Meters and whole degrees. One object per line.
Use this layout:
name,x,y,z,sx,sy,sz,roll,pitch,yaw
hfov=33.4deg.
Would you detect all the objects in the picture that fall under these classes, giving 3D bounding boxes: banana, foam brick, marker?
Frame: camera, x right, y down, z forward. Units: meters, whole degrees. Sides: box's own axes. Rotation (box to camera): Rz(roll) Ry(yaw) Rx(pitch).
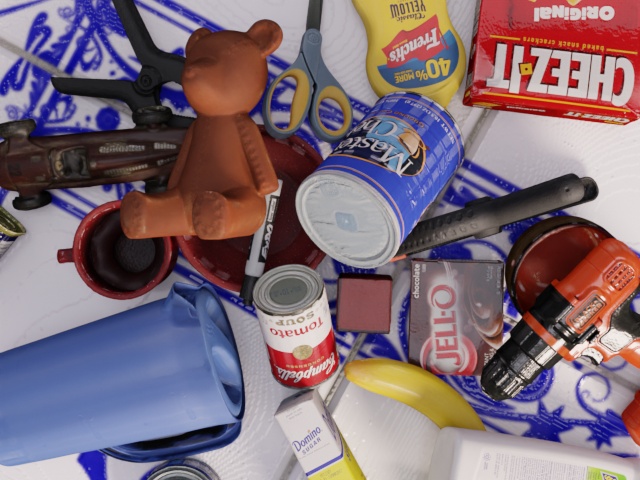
banana,0.106,0.167,1.012,0.069,0.037,0.197,-46,108,-14
foam brick,0.042,0.059,1.018,0.051,0.078,0.053,2,92,2
marker,-0.056,0.001,0.996,0.020,0.020,0.121,12,91,3

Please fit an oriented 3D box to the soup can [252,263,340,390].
soup can,-0.022,0.080,0.993,0.068,0.068,0.102,-9,130,3

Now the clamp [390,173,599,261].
clamp,0.155,-0.023,0.984,0.210,0.164,0.036,-17,85,12

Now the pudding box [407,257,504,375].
pudding box,0.130,0.074,1.032,0.090,0.039,0.113,1,90,3

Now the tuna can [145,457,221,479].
tuna can,-0.137,0.259,1.049,0.086,0.033,0.086,0,90,3

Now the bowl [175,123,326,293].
bowl,-0.061,-0.030,1.034,0.162,0.055,0.162,0,90,3

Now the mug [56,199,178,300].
mug,-0.194,0.011,1.028,0.117,0.081,0.093,-8,90,3

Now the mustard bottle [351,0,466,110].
mustard bottle,0.088,-0.184,1.025,0.096,0.058,0.191,-12,90,-2

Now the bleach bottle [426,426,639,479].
bleach bottle,0.226,0.242,0.997,0.250,0.068,0.102,12,88,-13

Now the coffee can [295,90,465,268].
coffee can,0.056,-0.057,0.972,0.103,0.103,0.140,38,51,2

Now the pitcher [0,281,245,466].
pitcher,-0.196,0.143,1.014,0.243,0.145,0.149,-16,77,6

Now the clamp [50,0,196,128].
clamp,-0.179,-0.153,1.050,0.171,0.039,0.120,44,106,-1

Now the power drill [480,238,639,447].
power drill,0.262,0.114,0.983,0.187,0.057,0.184,39,101,-22

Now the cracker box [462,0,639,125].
cracker box,0.231,-0.227,1.011,0.164,0.072,0.214,7,91,3

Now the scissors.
scissors,0.006,-0.177,1.028,0.096,0.016,0.201,27,68,-11

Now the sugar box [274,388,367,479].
sugar box,0.018,0.226,1.011,0.048,0.093,0.176,-26,89,2
